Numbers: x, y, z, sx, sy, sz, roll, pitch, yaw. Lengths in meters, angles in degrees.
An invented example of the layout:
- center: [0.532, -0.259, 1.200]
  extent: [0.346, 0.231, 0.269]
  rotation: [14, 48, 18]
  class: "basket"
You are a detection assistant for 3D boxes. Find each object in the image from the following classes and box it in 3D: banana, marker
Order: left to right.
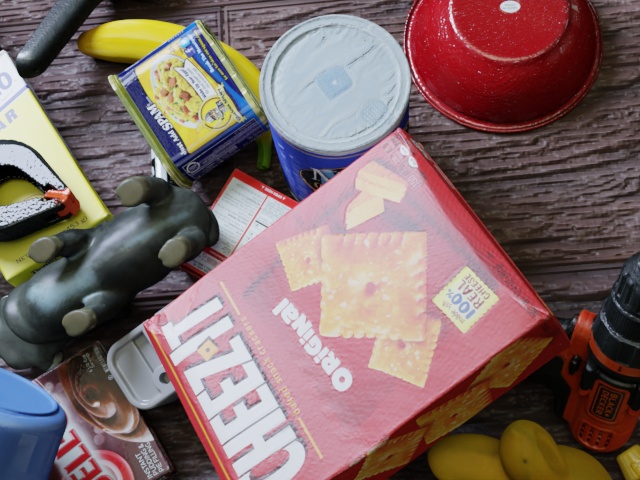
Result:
- center: [-0.124, -0.046, 0.842]
  extent: [0.020, 0.020, 0.121]
  rotation: [-6, 72, 2]
  class: "marker"
- center: [-0.104, -0.136, 0.860]
  extent: [0.198, 0.037, 0.069]
  rotation: [33, 76, 14]
  class: "banana"

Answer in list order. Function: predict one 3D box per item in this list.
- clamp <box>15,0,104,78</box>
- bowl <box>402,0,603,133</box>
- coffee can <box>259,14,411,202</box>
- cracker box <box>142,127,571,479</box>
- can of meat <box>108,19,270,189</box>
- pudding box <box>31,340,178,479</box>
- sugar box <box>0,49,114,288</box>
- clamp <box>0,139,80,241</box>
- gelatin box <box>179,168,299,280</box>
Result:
- center: [-0.197, -0.234, 0.892]
  extent: [0.209, 0.036, 0.165]
  rotation: [-35, 61, -16]
  class: "clamp"
- center: [0.146, -0.169, 0.841]
  extent: [0.162, 0.055, 0.162]
  rotation: [-1, 72, 4]
  class: "bowl"
- center: [0.015, -0.085, 0.779]
  extent: [0.103, 0.140, 0.103]
  rotation: [-1, 72, 4]
  class: "coffee can"
- center: [0.016, 0.057, 0.656]
  extent: [0.214, 0.072, 0.164]
  rotation: [-37, 58, 6]
  class: "cracker box"
- center: [-0.097, -0.104, 0.809]
  extent: [0.084, 0.057, 0.102]
  rotation: [-34, 82, 4]
  class: "can of meat"
- center: [-0.169, 0.144, 0.774]
  extent: [0.090, 0.039, 0.113]
  rotation: [-31, 72, -5]
  class: "pudding box"
- center: [-0.242, -0.056, 0.842]
  extent: [0.093, 0.048, 0.176]
  rotation: [-34, 74, -6]
  class: "sugar box"
- center: [-0.268, -0.033, 0.793]
  extent: [0.171, 0.039, 0.120]
  rotation: [18, 80, 14]
  class: "clamp"
- center: [-0.055, 0.001, 0.816]
  extent: [0.073, 0.030, 0.089]
  rotation: [29, 78, 12]
  class: "gelatin box"
